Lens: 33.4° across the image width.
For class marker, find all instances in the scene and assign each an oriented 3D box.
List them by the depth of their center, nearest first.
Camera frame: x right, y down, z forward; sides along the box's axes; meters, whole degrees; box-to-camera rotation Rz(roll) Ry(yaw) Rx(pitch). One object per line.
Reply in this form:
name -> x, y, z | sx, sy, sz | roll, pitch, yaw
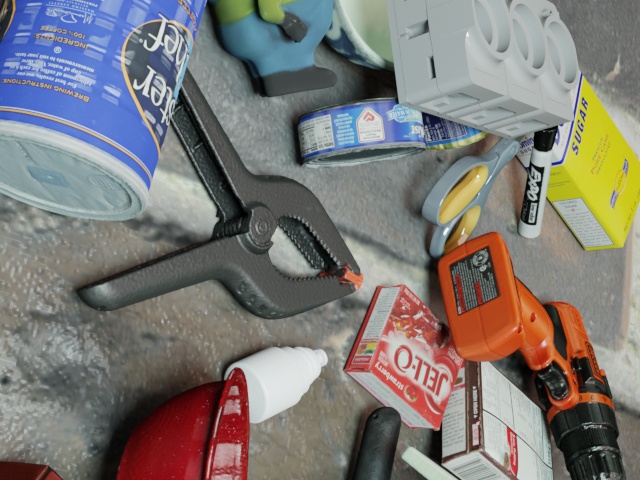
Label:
marker -> 0.178, -0.051, 0.872 | 0.020, 0.020, 0.121 | -47, 150, -37

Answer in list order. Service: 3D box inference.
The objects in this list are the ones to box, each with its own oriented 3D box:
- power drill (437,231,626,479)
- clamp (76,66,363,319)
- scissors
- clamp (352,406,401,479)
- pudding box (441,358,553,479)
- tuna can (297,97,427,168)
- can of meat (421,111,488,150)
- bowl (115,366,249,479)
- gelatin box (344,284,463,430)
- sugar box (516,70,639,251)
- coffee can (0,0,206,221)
power drill -> 0.165, 0.094, 0.811 | 0.187, 0.057, 0.184 | 43, 27, -39
clamp -> -0.054, 0.001, 0.667 | 0.209, 0.036, 0.164 | 36, 61, -37
scissors -> 0.139, -0.053, 0.845 | 0.201, 0.016, 0.096 | -35, 144, -40
clamp -> 0.027, 0.199, 0.723 | 0.171, 0.039, 0.120 | -42, 113, -44
pudding box -> 0.137, 0.152, 0.822 | 0.113, 0.039, 0.090 | 43, 36, -35
tuna can -> 0.028, -0.072, 0.723 | 0.085, 0.086, 0.034 | -5, 87, -45
can of meat -> 0.109, -0.126, 0.831 | 0.101, 0.058, 0.084 | -34, 110, -42
bowl -> -0.077, 0.148, 0.582 | 0.162, 0.055, 0.162 | 5, 89, -86
gelatin box -> 0.065, 0.086, 0.780 | 0.089, 0.030, 0.073 | 44, 57, -32
sugar box -> 0.225, -0.082, 0.947 | 0.176, 0.048, 0.093 | 48, 55, -31
coffee can -> -0.123, -0.094, 0.564 | 0.102, 0.103, 0.140 | 30, 65, -39
